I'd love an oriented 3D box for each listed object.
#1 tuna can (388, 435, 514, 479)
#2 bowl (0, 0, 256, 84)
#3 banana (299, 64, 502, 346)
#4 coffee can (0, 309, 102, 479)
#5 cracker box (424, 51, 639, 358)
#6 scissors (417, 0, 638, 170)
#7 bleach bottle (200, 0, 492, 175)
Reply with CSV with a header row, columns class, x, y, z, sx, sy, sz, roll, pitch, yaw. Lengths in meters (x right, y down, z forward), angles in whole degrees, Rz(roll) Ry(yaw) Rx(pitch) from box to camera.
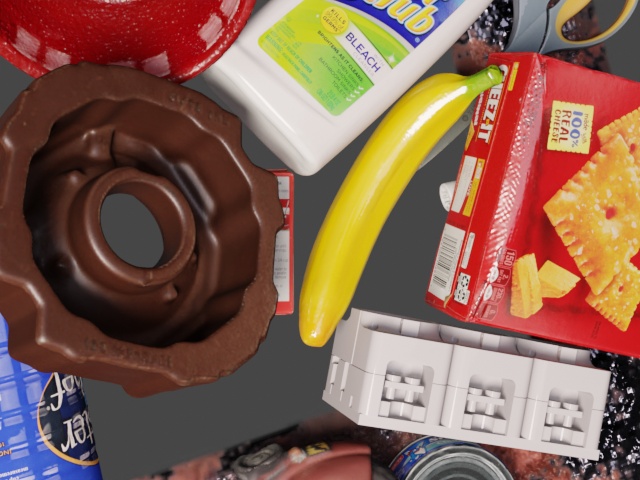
class,x,y,z,sx,sy,sz,roll,pitch,yaw
tuna can,0.083,0.169,0.683,0.086,0.034,0.086,0,91,-13
bowl,-0.113,-0.160,0.574,0.162,0.055,0.162,-4,126,-6
banana,0.035,-0.029,0.651,0.037,0.070,0.198,32,92,-16
coffee can,-0.180,0.092,0.586,0.102,0.103,0.140,-11,93,-13
cracker box,0.190,-0.013,0.669,0.213,0.072,0.164,13,96,-17
scissors,0.118,-0.134,0.695,0.201,0.016,0.096,-31,96,-10
bleach bottle,0.047,-0.159,0.655,0.102,0.068,0.250,45,79,-5
